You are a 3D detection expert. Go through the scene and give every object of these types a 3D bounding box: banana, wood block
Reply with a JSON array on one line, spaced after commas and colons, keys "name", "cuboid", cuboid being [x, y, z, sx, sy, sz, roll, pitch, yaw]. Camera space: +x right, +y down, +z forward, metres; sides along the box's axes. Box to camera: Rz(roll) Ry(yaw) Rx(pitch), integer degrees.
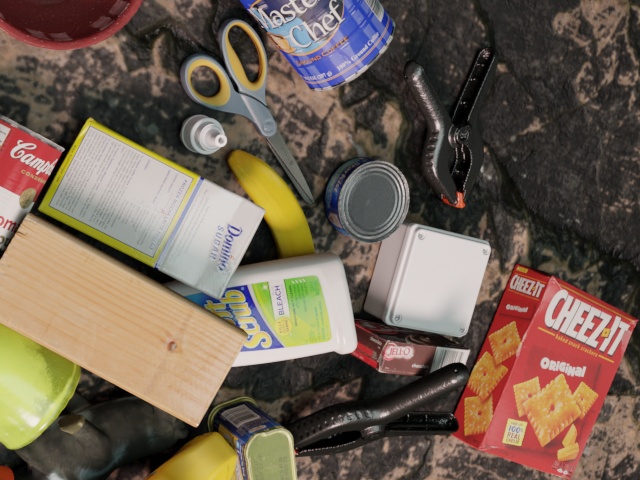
[{"name": "banana", "cuboid": [-0.041, -0.001, 1.050, 0.069, 0.037, 0.198, -20, 112, -27]}, {"name": "wood block", "cuboid": [-0.175, 0.067, 0.911, 0.206, 0.090, 0.091, 30, 85, -6]}]

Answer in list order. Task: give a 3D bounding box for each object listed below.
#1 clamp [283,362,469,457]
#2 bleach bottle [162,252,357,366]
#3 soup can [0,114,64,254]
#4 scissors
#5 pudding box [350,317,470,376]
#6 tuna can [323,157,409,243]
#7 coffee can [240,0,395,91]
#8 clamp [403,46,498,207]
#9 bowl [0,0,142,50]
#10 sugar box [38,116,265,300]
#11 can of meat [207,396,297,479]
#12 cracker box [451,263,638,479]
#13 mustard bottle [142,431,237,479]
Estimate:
[{"name": "clamp", "cuboid": [0.057, 0.182, 1.108, 0.209, 0.036, 0.165, -10, 150, -10]}, {"name": "bleach bottle", "cuboid": [-0.097, 0.081, 1.001, 0.250, 0.068, 0.102, -11, 95, -13]}, {"name": "soup can", "cuboid": [-0.267, -0.048, 0.887, 0.068, 0.069, 0.102, 30, 86, -32]}, {"name": "scissors", "cuboid": [-0.071, -0.109, 1.019, 0.096, 0.016, 0.202, -24, 113, -22]}, {"name": "pudding box", "cuboid": [0.085, 0.112, 1.122, 0.113, 0.090, 0.039, 12, 97, -33]}, {"name": "tuna can", "cuboid": [0.047, -0.042, 1.094, 0.086, 0.034, 0.086, -8, 106, -29]}, {"name": "coffee can", "cuboid": [-0.011, -0.221, 0.974, 0.102, 0.103, 0.140, -48, 121, -12]}, {"name": "clamp", "cuboid": [0.131, -0.118, 1.121, 0.120, 0.039, 0.171, -3, 104, -28]}, {"name": "bowl", "cuboid": [-0.221, -0.239, 0.875, 0.161, 0.055, 0.162, -8, 106, -29]}, {"name": "sugar box", "cuboid": [-0.147, -0.027, 0.942, 0.176, 0.048, 0.093, 28, 88, -11]}, {"name": "can of meat", "cuboid": [-0.066, 0.218, 1.063, 0.057, 0.084, 0.102, -15, 109, -27]}, {"name": "cracker box", "cuboid": [0.263, 0.157, 1.248, 0.164, 0.072, 0.214, 24, 89, -33]}, {"name": "mustard bottle", "cuboid": [-0.157, 0.245, 0.967, 0.096, 0.058, 0.191, -47, 170, 30]}]
